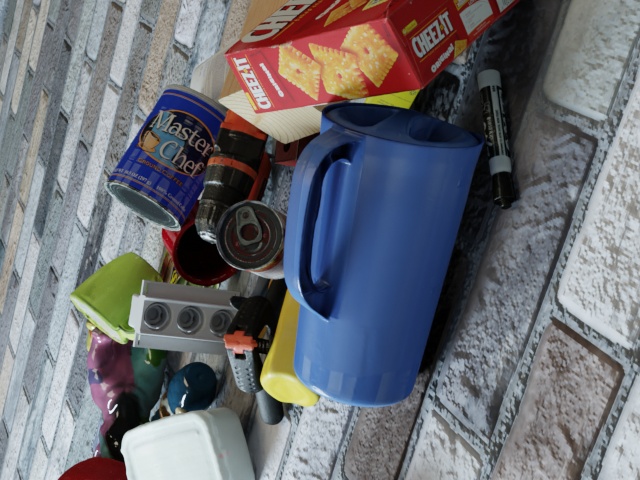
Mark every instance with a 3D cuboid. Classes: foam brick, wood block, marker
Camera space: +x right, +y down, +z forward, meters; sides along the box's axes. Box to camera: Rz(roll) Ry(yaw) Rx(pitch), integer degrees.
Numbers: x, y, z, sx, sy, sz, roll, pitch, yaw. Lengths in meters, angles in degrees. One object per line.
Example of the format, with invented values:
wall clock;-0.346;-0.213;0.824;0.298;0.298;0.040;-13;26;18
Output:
foam brick;-0.011;-0.117;1.131;0.053;0.051;0.078;-1;81;61
wood block;-0.015;-0.214;1.058;0.091;0.090;0.206;-12;55;50
marker;0.143;-0.082;0.868;0.020;0.020;0.121;-35;53;54

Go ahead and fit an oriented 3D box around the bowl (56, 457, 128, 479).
bowl;-0.269;0.324;1.379;0.162;0.162;0.055;-36;30;53

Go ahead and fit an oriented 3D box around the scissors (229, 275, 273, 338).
scissors;-0.069;0.053;1.128;0.202;0.016;0.096;83;-158;-69

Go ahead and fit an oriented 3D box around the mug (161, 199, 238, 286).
mug;-0.139;-0.010;1.311;0.117;0.093;0.082;-45;30;-2

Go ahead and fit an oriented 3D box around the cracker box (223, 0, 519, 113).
cracker box;0.044;-0.185;0.893;0.214;0.164;0.072;2;128;51

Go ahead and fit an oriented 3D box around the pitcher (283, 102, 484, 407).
pitcher;0.040;0.013;0.890;0.145;0.149;0.243;-91;10;-71

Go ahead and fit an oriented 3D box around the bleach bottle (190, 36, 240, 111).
bleach bottle;-0.075;-0.199;1.265;0.251;0.068;0.102;-18;66;57

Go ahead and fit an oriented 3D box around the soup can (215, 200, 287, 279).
soup can;-0.057;0.001;1.068;0.102;0.068;0.068;31;-116;-75

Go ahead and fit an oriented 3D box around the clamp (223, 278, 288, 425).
clamp;-0.059;0.116;1.074;0.210;0.036;0.164;3;-90;-81

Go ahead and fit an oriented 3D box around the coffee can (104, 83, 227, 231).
coffee can;-0.173;-0.097;1.253;0.103;0.102;0.140;-3;54;62

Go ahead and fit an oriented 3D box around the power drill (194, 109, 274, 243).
power drill;-0.091;-0.066;1.166;0.188;0.057;0.184;112;177;-74

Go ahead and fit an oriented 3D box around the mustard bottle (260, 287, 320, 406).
mustard bottle;-0.007;0.058;1.035;0.096;0.058;0.191;74;-151;-65

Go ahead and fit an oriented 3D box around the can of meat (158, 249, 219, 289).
can of meat;-0.178;0.064;1.389;0.102;0.057;0.084;-68;28;23
